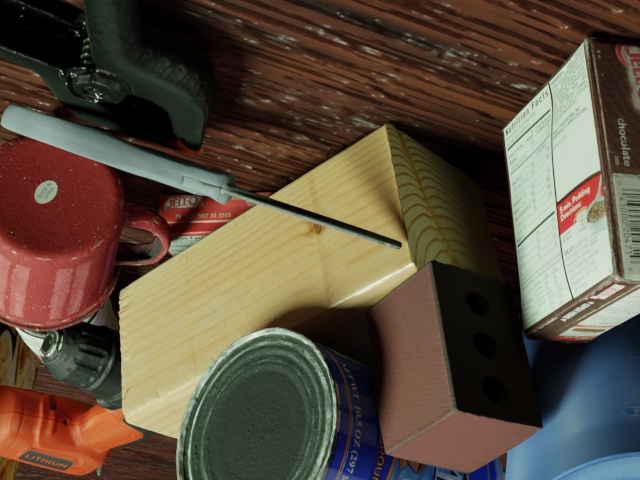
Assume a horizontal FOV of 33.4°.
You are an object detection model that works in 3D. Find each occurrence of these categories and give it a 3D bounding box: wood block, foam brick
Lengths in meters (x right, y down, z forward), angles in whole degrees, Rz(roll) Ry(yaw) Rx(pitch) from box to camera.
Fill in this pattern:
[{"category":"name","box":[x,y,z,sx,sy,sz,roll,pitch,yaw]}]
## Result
[{"category":"wood block","box":[-0.011,0.035,0.597,0.206,0.091,0.090,-30,142,30]},{"category":"foam brick","box":[0.060,0.059,0.492,0.052,0.078,0.051,17,140,-32]}]

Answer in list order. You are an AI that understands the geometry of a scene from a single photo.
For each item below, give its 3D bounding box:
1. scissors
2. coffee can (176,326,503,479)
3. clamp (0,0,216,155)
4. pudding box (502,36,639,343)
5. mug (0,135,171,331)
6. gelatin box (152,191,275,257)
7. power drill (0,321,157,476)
[{"category":"scissors","box":[-0.067,-0.032,0.504,0.202,0.016,0.096,19,-178,28]},{"category":"coffee can","box":[0.013,0.114,0.542,0.103,0.103,0.140,-14,149,38]},{"category":"clamp","box":[-0.108,-0.083,0.467,0.120,0.039,0.171,9,162,20]},{"category":"pudding box","box":[0.119,-0.020,0.476,0.039,0.113,0.090,5,158,-13]},{"category":"mug","box":[-0.142,-0.005,0.597,0.117,0.093,0.082,8,153,-14]},{"category":"gelatin box","box":[-0.054,0.001,0.667,0.073,0.030,0.089,-1,154,14]},{"category":"power drill","box":[-0.158,0.115,0.756,0.188,0.057,0.184,-21,145,37]}]
